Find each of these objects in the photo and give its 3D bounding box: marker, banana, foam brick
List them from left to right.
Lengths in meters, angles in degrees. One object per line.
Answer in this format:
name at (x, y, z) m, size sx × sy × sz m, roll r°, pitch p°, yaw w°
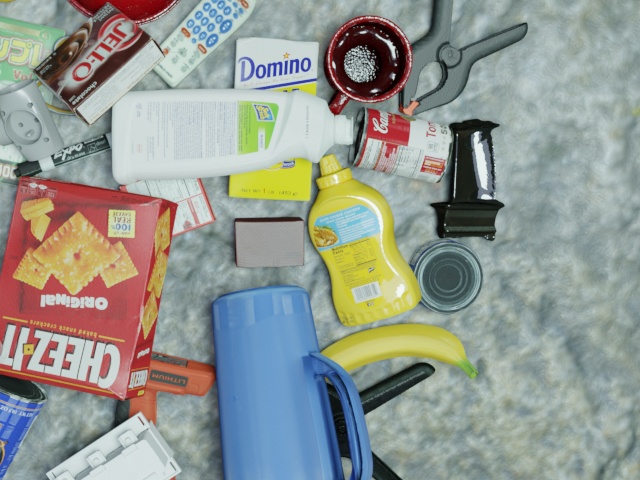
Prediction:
marker at (-0.276, -0.093, 1.167) m, size 0.121 × 0.020 × 0.020 m, roll -21°, pitch 97°, yaw -12°
foam brick at (-0.058, 0.001, 1.193) m, size 0.078 × 0.051 × 0.053 m, roll 0°, pitch 96°, yaw -7°
banana at (0.078, 0.127, 1.216) m, size 0.198 × 0.069 × 0.037 m, roll -4°, pitch 132°, yaw 4°

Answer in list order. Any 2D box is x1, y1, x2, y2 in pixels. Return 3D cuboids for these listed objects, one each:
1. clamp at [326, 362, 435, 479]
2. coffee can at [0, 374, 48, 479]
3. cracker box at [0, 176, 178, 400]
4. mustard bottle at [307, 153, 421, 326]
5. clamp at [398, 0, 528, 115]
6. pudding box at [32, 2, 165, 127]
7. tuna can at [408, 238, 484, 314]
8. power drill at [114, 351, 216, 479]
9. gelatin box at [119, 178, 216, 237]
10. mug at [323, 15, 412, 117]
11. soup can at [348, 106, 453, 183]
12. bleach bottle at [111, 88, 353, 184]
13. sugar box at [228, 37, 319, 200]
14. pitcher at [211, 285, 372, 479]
clamp at (0.028, 0.223, 1.231) m, size 0.210 × 0.036 × 0.164 m, roll 0°, pitch 94°, yaw -5°
coffee can at (-0.373, 0.208, 1.149) m, size 0.102 × 0.103 × 0.140 m, roll 29°, pitch 91°, yaw -9°
cracker box at (-0.254, 0.048, 1.134) m, size 0.164 × 0.072 × 0.214 m, roll 10°, pitch 88°, yaw 11°
mustard bottle at (0.039, -0.005, 1.196) m, size 0.096 × 0.058 × 0.191 m, roll -17°, pitch 97°, yaw 24°
clamp at (0.154, -0.209, 1.206) m, size 0.120 × 0.039 × 0.171 m, roll 27°, pitch 98°, yaw -4°
pudding box at (-0.231, -0.185, 1.114) m, size 0.113 × 0.039 × 0.090 m, roll -46°, pitch 54°, yaw -5°
tuna can at (0.144, 0.042, 1.230) m, size 0.086 × 0.034 × 0.086 m, roll -1°, pitch 95°, yaw -7°
power drill at (-0.174, 0.226, 1.197) m, size 0.184 × 0.057 × 0.188 m, roll 14°, pitch 93°, yaw -8°
gelatin box at (-0.169, -0.041, 1.187) m, size 0.089 × 0.030 × 0.073 m, roll -21°, pitch 96°, yaw -5°
mug at (0.042, -0.186, 1.173) m, size 0.093 × 0.081 × 0.117 m, roll 30°, pitch 91°, yaw -9°
soup can at (0.089, -0.106, 1.192) m, size 0.102 × 0.068 × 0.068 m, roll 11°, pitch 94°, yaw -8°
bleach bottle at (-0.091, -0.109, 1.132) m, size 0.251 × 0.068 × 0.102 m, roll 1°, pitch 94°, yaw 3°
sugar box at (-0.053, -0.134, 1.184) m, size 0.093 × 0.048 × 0.176 m, roll 2°, pitch 96°, yaw -5°
pitcher at (-0.041, 0.173, 1.143) m, size 0.149 × 0.145 × 0.243 m, roll -6°, pitch 81°, yaw -13°
